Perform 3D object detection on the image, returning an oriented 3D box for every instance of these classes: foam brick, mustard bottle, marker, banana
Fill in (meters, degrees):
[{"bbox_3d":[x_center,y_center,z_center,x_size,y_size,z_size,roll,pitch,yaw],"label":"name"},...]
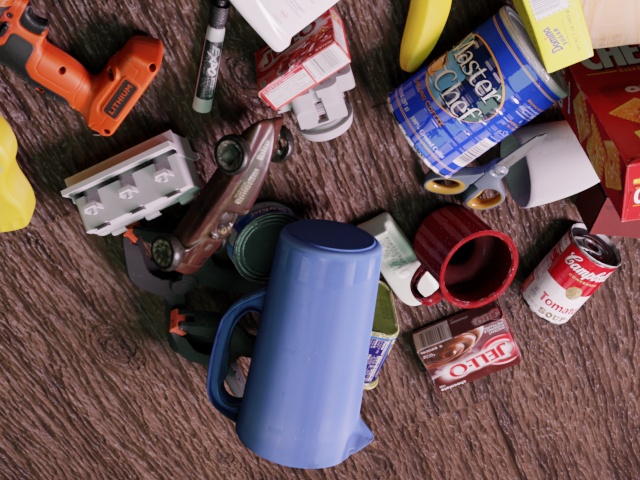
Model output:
[{"bbox_3d":[0.329,-0.039,1.162,0.078,0.051,0.053,6,129,-13],"label":"foam brick"},{"bbox_3d":[-0.332,-0.083,1.002,0.096,0.058,0.192,9,146,3],"label":"mustard bottle"},{"bbox_3d":[-0.103,-0.175,1.009,0.020,0.020,0.121,6,130,-13],"label":"marker"},{"bbox_3d":[0.090,-0.223,0.952,0.069,0.037,0.198,-40,159,-8],"label":"banana"}]

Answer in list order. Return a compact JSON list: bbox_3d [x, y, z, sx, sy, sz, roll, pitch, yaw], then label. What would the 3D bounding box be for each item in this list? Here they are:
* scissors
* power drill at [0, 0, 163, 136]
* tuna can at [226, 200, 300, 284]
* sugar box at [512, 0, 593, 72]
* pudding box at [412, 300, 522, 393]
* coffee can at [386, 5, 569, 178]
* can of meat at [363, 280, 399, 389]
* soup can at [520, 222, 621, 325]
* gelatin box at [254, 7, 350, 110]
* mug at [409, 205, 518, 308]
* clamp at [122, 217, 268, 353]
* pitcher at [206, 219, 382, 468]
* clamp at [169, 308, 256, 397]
[{"bbox_3d":[0.158,-0.074,1.072,0.096,0.016,0.202,11,162,3],"label":"scissors"},{"bbox_3d":[-0.239,-0.188,0.957,0.187,0.057,0.185,27,126,-24],"label":"power drill"},{"bbox_3d":[-0.057,0.001,1.142,0.086,0.034,0.086,-11,121,-19],"label":"tuna can"},{"bbox_3d":[0.175,-0.228,0.895,0.048,0.176,0.093,-22,129,9],"label":"sugar box"},{"bbox_3d":[0.179,0.130,1.297,0.113,0.039,0.090,-21,131,11],"label":"pudding box"},{"bbox_3d":[0.149,-0.140,1.017,0.140,0.103,0.102,-35,126,22],"label":"coffee can"},{"bbox_3d":[0.048,0.103,1.217,0.057,0.102,0.084,11,126,-15],"label":"can of meat"},{"bbox_3d":[0.283,0.039,1.213,0.068,0.068,0.102,19,127,-22],"label":"soup can"},{"bbox_3d":[-0.019,-0.170,0.988,0.089,0.073,0.030,-31,127,19],"label":"gelatin box"},{"bbox_3d":[0.144,0.022,1.153,0.117,0.082,0.093,-46,124,5],"label":"mug"},{"bbox_3d":[-0.139,0.037,1.176,0.165,0.036,0.210,-24,133,11],"label":"clamp"},{"bbox_3d":[-0.018,0.103,1.123,0.149,0.145,0.243,-3,113,-33],"label":"pitcher"},{"bbox_3d":[-0.096,0.121,1.220,0.120,0.039,0.171,-32,135,18],"label":"clamp"}]
